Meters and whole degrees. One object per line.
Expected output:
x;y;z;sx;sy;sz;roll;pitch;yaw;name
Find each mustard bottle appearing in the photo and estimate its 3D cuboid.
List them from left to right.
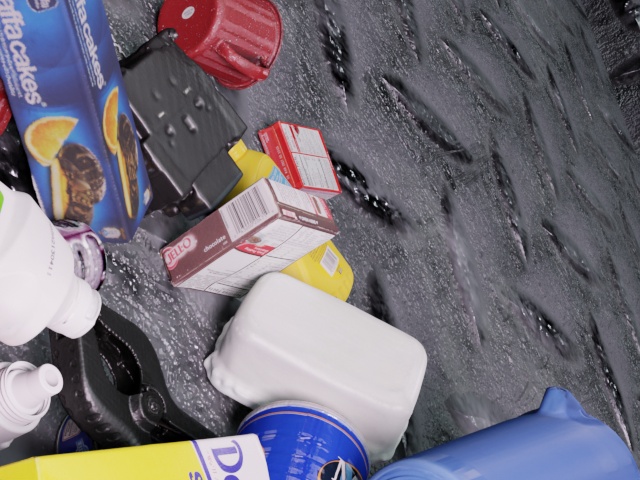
-0.045;-0.019;0.944;0.191;0.058;0.096;55;28;-17;mustard bottle

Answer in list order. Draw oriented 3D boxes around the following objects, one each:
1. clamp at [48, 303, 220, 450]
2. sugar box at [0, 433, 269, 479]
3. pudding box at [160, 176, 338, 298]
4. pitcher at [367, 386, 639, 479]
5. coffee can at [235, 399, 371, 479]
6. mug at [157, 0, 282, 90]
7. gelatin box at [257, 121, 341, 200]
-0.113;0.113;0.637;0.171;0.039;0.120;55;24;-18;clamp
-0.090;0.156;0.570;0.175;0.048;0.093;6;68;-54;sugar box
-0.056;0.001;0.844;0.089;0.114;0.039;15;48;-58;pudding box
0.126;0.205;0.755;0.242;0.145;0.149;3;46;-55;pitcher
-0.026;0.193;0.731;0.102;0.103;0.140;53;28;-20;coffee can
-0.089;-0.186;0.976;0.081;0.093;0.117;15;33;-52;mug
-0.021;-0.078;1.080;0.089;0.030;0.073;1;66;-61;gelatin box
